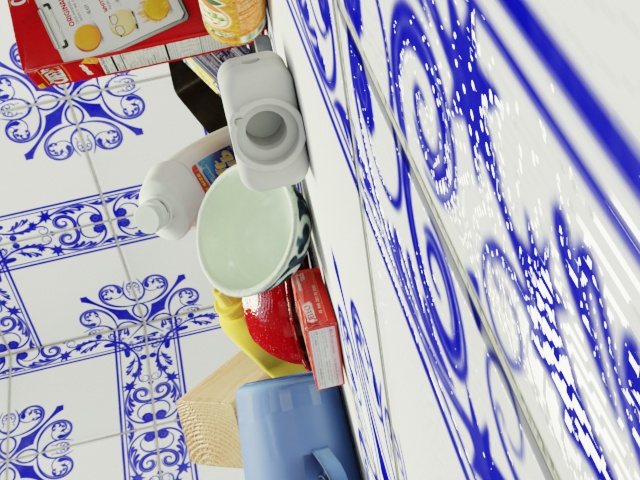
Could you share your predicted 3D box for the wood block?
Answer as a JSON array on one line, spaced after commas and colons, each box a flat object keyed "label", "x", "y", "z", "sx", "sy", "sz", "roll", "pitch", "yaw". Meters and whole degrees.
[{"label": "wood block", "x": -0.085, "y": 0.203, "z": 1.385, "sx": 0.205, "sy": 0.090, "sz": 0.091, "roll": -35, "pitch": -62, "yaw": -55}]

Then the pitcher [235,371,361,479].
[{"label": "pitcher", "x": -0.011, "y": 0.258, "z": 1.086, "sx": 0.144, "sy": 0.149, "sz": 0.243, "roll": 4, "pitch": -105, "yaw": -68}]

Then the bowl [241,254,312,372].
[{"label": "bowl", "x": -0.044, "y": 0.055, "z": 1.076, "sx": 0.162, "sy": 0.055, "sz": 0.162, "roll": -7, "pitch": -90, "yaw": -82}]

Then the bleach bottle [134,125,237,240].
[{"label": "bleach bottle", "x": -0.120, "y": -0.053, "z": 1.130, "sx": 0.250, "sy": 0.068, "sz": 0.102, "roll": -44, "pitch": -62, "yaw": -61}]

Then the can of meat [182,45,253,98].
[{"label": "can of meat", "x": -0.109, "y": -0.193, "z": 1.129, "sx": 0.084, "sy": 0.057, "sz": 0.102, "roll": 44, "pitch": 177, "yaw": -1}]

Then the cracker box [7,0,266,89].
[{"label": "cracker box", "x": -0.169, "y": -0.239, "z": 0.951, "sx": 0.072, "sy": 0.213, "sz": 0.164, "roll": 101, "pitch": 156, "yaw": -82}]

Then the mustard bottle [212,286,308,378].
[{"label": "mustard bottle", "x": -0.060, "y": 0.102, "z": 1.178, "sx": 0.191, "sy": 0.058, "sz": 0.096, "roll": 48, "pitch": -163, "yaw": -43}]

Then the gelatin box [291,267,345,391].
[{"label": "gelatin box", "x": -0.003, "y": 0.080, "z": 0.970, "sx": 0.073, "sy": 0.030, "sz": 0.089, "roll": -107, "pitch": 5, "yaw": -46}]
